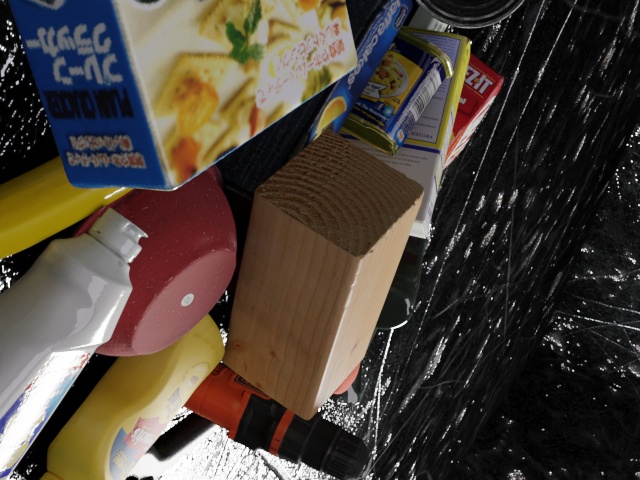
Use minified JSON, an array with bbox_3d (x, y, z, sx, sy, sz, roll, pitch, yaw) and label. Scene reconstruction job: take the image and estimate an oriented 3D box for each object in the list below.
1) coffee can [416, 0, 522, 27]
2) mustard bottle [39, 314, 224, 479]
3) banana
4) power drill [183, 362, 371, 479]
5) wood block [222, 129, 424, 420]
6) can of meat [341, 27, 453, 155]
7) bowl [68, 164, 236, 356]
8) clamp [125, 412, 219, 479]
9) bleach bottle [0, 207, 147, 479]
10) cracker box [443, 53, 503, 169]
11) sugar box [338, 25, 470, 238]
[{"bbox_3d":[0.127,-0.235,0.867,0.140,0.103,0.103,-61,172,-66],"label":"coffee can"},{"bbox_3d":[-0.149,0.135,0.804,0.191,0.058,0.096,-52,165,-24],"label":"mustard bottle"},{"bbox_3d":[-0.140,-0.033,0.592,0.197,0.037,0.070,-35,175,-33],"label":"banana"},{"bbox_3d":[-0.022,0.138,0.978,0.057,0.184,0.187,-67,170,18],"label":"power drill"},{"bbox_3d":[-0.003,0.032,0.808,0.090,0.090,0.206,-44,160,-38],"label":"wood block"},{"bbox_3d":[0.041,-0.128,0.858,0.084,0.102,0.057,-57,162,-6],"label":"can of meat"},{"bbox_3d":[-0.108,0.024,0.709,0.162,0.055,0.162,-42,161,-19],"label":"bowl"},{"bbox_3d":[-0.155,0.198,0.910,0.164,0.036,0.209,-57,159,-1],"label":"clamp"},{"bbox_3d":[-0.186,0.086,0.592,0.250,0.068,0.102,-54,164,-8],"label":"bleach bottle"},{"bbox_3d":[0.073,-0.063,1.013,0.213,0.072,0.164,-51,175,-20],"label":"cracker box"},{"bbox_3d":[0.063,-0.095,0.900,0.048,0.093,0.176,62,41,-68],"label":"sugar box"}]
